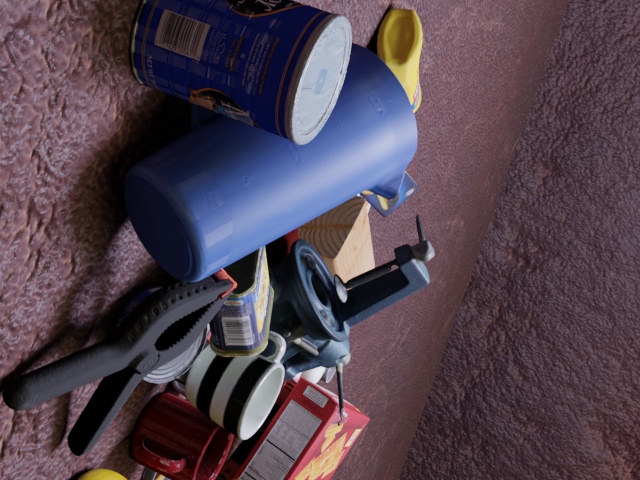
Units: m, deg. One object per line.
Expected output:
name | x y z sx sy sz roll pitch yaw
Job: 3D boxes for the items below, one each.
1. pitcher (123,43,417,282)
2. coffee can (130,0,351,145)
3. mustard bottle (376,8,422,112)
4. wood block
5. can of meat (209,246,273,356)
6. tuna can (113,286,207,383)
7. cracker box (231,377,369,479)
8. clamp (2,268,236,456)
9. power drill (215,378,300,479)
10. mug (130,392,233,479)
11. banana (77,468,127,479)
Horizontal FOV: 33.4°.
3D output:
pitcher | -0.049 -0.075 0.915 0.242 0.149 0.145 -32 145 -30
coffee can | -0.060 -0.145 0.825 0.102 0.140 0.103 -58 162 -32
mustard bottle | 0.108 -0.221 1.449 0.191 0.058 0.096 80 15 -65
wood block | 0.008 0.013 1.373 0.090 0.091 0.206 -62 164 -19
can of meat | -0.080 0.047 1.032 0.102 0.057 0.084 -84 173 -47
tuna can | -0.148 0.086 0.985 0.085 0.034 0.086 -21 122 -38
cracker box | -0.035 0.293 1.378 0.213 0.072 0.164 -56 158 -5
clamp | -0.159 0.100 0.909 0.209 0.036 0.164 -37 157 -17
power drill | -0.080 0.285 1.455 0.187 0.057 0.184 -49 158 -23
mug | -0.151 0.215 1.122 0.117 0.081 0.093 -25 135 -69
banana | -0.216 0.266 1.067 0.069 0.037 0.198 -46 158 -12
